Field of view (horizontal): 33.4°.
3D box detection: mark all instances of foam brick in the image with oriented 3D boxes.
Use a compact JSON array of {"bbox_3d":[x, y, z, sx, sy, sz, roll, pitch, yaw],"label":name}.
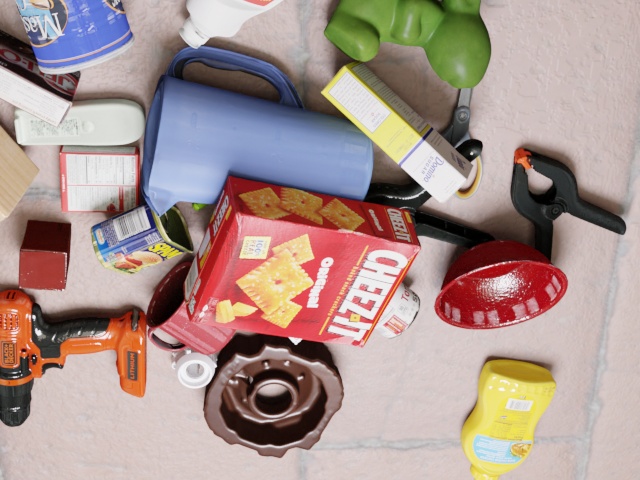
[{"bbox_3d":[-0.313,0.017,1.216,0.053,0.078,0.051,5,115,-10],"label":"foam brick"}]

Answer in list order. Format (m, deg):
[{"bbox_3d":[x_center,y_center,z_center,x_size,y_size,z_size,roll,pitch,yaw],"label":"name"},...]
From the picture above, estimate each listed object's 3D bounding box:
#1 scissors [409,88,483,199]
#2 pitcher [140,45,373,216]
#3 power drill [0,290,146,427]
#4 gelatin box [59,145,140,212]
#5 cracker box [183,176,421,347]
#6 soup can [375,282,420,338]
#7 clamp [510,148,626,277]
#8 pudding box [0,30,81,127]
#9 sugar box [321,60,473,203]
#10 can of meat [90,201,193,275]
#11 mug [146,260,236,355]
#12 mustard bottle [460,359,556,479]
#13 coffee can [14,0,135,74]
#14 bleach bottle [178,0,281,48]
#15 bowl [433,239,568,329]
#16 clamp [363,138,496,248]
[{"bbox_3d":[0.144,-0.136,1.227,0.096,0.016,0.202,-10,119,-1],"label":"scissors"},{"bbox_3d":[-0.070,-0.105,1.163,0.242,0.145,0.149,8,129,-15],"label":"pitcher"},{"bbox_3d":[-0.306,0.150,1.298,0.187,0.057,0.184,2,117,-8],"label":"power drill"},{"bbox_3d":[-0.248,-0.070,1.206,0.089,0.030,0.073,0,116,-8],"label":"gelatin box"},{"bbox_3d":[-0.022,0.029,1.155,0.213,0.072,0.164,11,128,-22],"label":"cracker box"},{"bbox_3d":[0.063,0.066,1.293,0.102,0.068,0.069,36,108,-23],"label":"soup can"},{"bbox_3d":[0.290,-0.043,1.281,0.120,0.039,0.171,-26,117,5],"label":"clamp"},{"bbox_3d":[-0.310,-0.172,1.111,0.113,0.090,0.039,25,112,-18],"label":"pudding box"},{"bbox_3d":[0.085,-0.118,1.152,0.176,0.093,0.048,45,108,0],"label":"sugar box"},{"bbox_3d":[-0.203,-0.003,1.209,0.084,0.102,0.057,-23,76,8],"label":"can of meat"},{"bbox_3d":[-0.155,0.091,1.270,0.081,0.093,0.117,36,111,-27],"label":"mug"},{"bbox_3d":[0.239,0.252,1.418,0.096,0.058,0.192,8,116,-13],"label":"mustard bottle"},{"bbox_3d":[-0.256,-0.251,1.068,0.103,0.103,0.140,-15,118,1],"label":"coffee can"},{"bbox_3d":[-0.045,-0.288,1.093,0.251,0.068,0.102,-40,147,20],"label":"bleach bottle"},{"bbox_3d":[0.213,0.046,1.288,0.162,0.055,0.162,-5,148,-4],"label":"bowl"},{"bbox_3d":[0.107,-0.027,1.262,0.210,0.036,0.164,-16,129,10],"label":"clamp"}]
